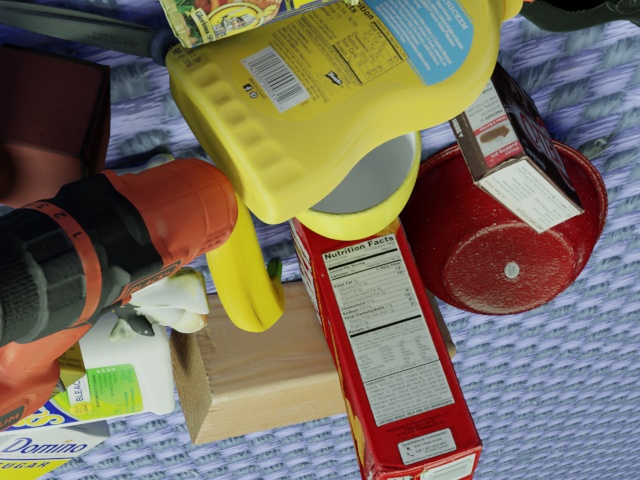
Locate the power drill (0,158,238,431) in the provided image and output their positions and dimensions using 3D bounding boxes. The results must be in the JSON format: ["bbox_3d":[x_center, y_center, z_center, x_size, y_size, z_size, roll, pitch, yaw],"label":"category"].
[{"bbox_3d":[-0.142,0.041,0.479,0.188,0.057,0.184,-38,172,39],"label":"power drill"}]

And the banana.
[{"bbox_3d":[-0.051,0.019,0.706,0.037,0.069,0.198,-12,160,2],"label":"banana"}]

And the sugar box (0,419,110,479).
[{"bbox_3d":[-0.276,0.182,0.903,0.176,0.048,0.093,-29,153,19],"label":"sugar box"}]

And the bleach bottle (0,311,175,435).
[{"bbox_3d":[-0.233,0.104,0.758,0.250,0.068,0.103,-12,140,-13],"label":"bleach bottle"}]

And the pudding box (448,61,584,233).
[{"bbox_3d":[0.115,-0.062,0.658,0.039,0.090,0.113,-31,152,22],"label":"pudding box"}]

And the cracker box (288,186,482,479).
[{"bbox_3d":[0.039,0.074,0.726,0.072,0.214,0.164,-16,153,-4],"label":"cracker box"}]

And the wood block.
[{"bbox_3d":[-0.010,0.090,0.864,0.205,0.090,0.091,-8,150,-23],"label":"wood block"}]

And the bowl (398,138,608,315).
[{"bbox_3d":[0.130,0.003,0.762,0.162,0.055,0.162,-1,132,-2],"label":"bowl"}]

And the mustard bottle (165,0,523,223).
[{"bbox_3d":[0.028,-0.094,0.519,0.191,0.096,0.058,-32,161,-14],"label":"mustard bottle"}]

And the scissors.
[{"bbox_3d":[-0.070,-0.079,0.539,0.201,0.016,0.096,-8,120,-24],"label":"scissors"}]

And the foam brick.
[{"bbox_3d":[-0.133,-0.051,0.521,0.051,0.053,0.078,11,156,-6],"label":"foam brick"}]
